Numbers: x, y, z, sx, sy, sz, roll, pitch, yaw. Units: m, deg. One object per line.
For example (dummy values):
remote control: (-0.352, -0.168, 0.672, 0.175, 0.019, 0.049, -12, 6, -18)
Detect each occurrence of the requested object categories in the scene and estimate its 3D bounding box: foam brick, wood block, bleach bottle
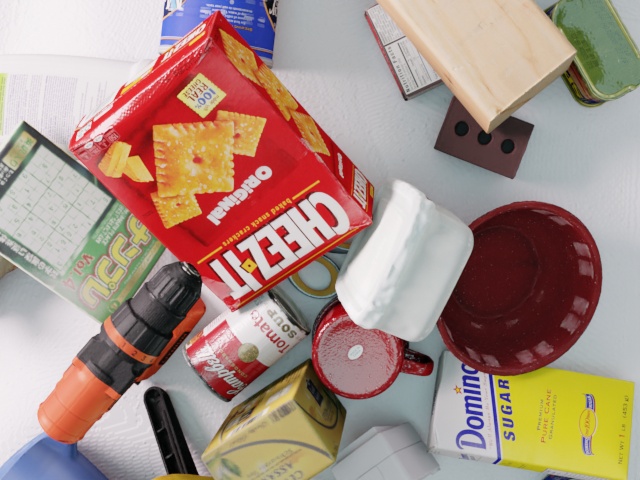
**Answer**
foam brick: (0.146, -0.093, 0.960, 0.078, 0.051, 0.053, 20, 97, 2)
wood block: (0.109, -0.200, 0.890, 0.090, 0.090, 0.206, -39, 84, 5)
bleach bottle: (-0.274, -0.134, 0.985, 0.251, 0.068, 0.102, 10, 98, 6)

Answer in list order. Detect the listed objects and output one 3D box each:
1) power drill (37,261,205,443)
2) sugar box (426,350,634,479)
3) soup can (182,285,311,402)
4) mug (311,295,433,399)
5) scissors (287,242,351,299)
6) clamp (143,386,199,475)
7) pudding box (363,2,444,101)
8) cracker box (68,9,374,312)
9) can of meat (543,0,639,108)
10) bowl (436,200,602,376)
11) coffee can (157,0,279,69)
power drill: (-0.156, 0.081, 0.933, 0.057, 0.187, 0.184, 43, 98, 1)
sugar box: (0.190, 0.161, 0.970, 0.176, 0.048, 0.093, 9, 71, 1)
soup can: (-0.067, 0.092, 0.987, 0.102, 0.068, 0.068, -40, 91, 6)
mug: (0.046, 0.101, 0.971, 0.117, 0.081, 0.093, 19, 96, 2)
scissors: (-0.057, 0.001, 1.003, 0.202, 0.016, 0.096, 6, 101, 10)
clamp: (-0.121, 0.244, 0.991, 0.036, 0.164, 0.210, -31, 115, 30)
pudding box: (0.108, -0.189, 0.961, 0.113, 0.039, 0.090, -24, 92, 8)
cracker box: (-0.081, -0.060, 0.911, 0.164, 0.072, 0.213, -33, 114, 22)
can of meat: (0.236, -0.168, 0.929, 0.057, 0.084, 0.102, -31, 93, 6)
bowl: (0.167, 0.037, 0.954, 0.162, 0.055, 0.162, -5, 108, -15)
coffee can: (-0.085, -0.228, 0.940, 0.103, 0.103, 0.140, 7, 96, 4)
